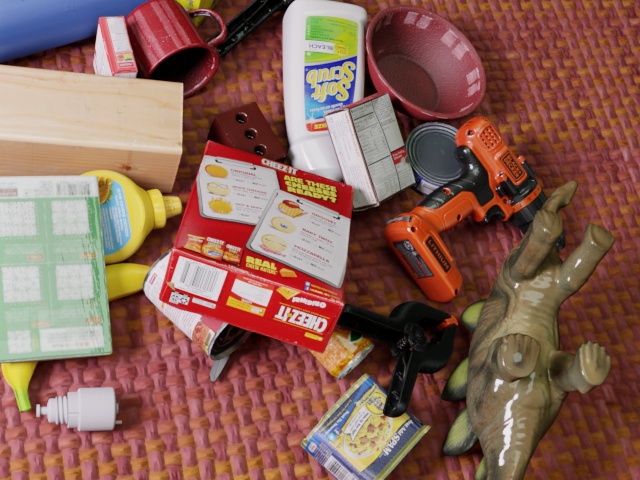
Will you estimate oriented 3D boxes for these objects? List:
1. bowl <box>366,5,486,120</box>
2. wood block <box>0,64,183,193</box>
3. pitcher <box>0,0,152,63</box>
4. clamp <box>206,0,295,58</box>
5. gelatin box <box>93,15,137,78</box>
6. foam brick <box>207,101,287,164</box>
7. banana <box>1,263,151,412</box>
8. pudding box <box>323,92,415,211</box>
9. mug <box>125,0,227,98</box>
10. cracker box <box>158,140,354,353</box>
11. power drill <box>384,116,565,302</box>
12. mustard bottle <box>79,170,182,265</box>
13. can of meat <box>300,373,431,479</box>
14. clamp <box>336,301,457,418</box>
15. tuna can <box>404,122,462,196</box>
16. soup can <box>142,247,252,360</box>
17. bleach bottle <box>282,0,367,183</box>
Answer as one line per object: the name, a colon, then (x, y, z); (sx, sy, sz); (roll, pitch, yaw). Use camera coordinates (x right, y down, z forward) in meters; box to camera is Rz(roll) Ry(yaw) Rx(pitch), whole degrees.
bowl: (0.115, -0.199, 1.267); (0.162, 0.055, 0.162); (13, 57, -21)
wood block: (-0.252, -0.114, 1.108); (0.206, 0.091, 0.090); (4, 62, -14)
pitcher: (-0.307, -0.276, 1.148); (0.242, 0.149, 0.145); (-21, 76, -29)
clamp: (-0.048, -0.290, 1.256); (0.036, 0.165, 0.209); (49, 37, -2)
gelatin box: (-0.222, -0.187, 1.156); (0.030, 0.089, 0.073); (-8, 66, -20)
foam brick: (-0.081, -0.103, 1.173); (0.052, 0.051, 0.078); (-23, 71, -25)
banana: (-0.245, 0.076, 1.043); (0.069, 0.037, 0.197); (49, 61, -13)
pudding box: (0.055, -0.099, 1.171); (0.089, 0.039, 0.113); (-29, 102, -51)
mug: (-0.161, -0.219, 1.186); (0.117, 0.093, 0.081); (-30, 68, -3)
cracker box: (-0.057, 0.001, 1.048); (0.164, 0.072, 0.213); (18, 32, -7)
power drill: (0.173, -0.018, 1.181); (0.187, 0.057, 0.184); (-43, 101, -26)
mustard bottle: (-0.234, -0.021, 1.078); (0.191, 0.058, 0.096); (-10, 87, -21)
can of meat: (0.043, 0.193, 1.047); (0.084, 0.057, 0.102); (42, 59, 11)
clamp: (0.080, 0.097, 1.079); (0.120, 0.039, 0.171); (60, 34, 1)
tuna can: (0.135, -0.092, 1.237); (0.086, 0.034, 0.086); (7, 61, -12)
soup can: (-0.118, 0.060, 1.056); (0.102, 0.068, 0.068); (41, 59, 21)
bleach bottle: (0.009, -0.154, 1.221); (0.102, 0.068, 0.251); (5, 64, -17)
